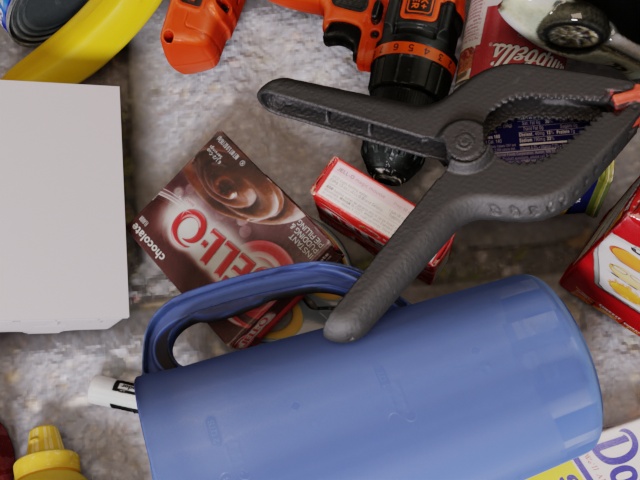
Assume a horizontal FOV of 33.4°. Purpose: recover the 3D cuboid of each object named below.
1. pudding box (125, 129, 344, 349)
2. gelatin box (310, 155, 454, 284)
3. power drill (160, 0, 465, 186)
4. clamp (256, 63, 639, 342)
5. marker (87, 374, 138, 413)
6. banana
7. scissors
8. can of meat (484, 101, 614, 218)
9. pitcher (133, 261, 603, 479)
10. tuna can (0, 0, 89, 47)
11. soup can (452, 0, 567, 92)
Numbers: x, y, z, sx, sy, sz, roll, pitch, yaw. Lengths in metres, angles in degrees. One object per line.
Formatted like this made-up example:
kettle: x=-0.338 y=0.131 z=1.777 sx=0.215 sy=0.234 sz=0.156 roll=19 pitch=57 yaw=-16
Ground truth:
pudding box: x=-0.054 y=0.001 z=0.673 sx=0.090 sy=0.039 sz=0.114 roll=-45 pitch=66 yaw=2
gelatin box: x=0.039 y=-0.010 z=0.664 sx=0.089 sy=0.073 sz=0.030 roll=31 pitch=83 yaw=9
power drill: x=-0.003 y=-0.133 z=0.686 sx=0.188 sy=0.057 sz=0.184 roll=11 pitch=73 yaw=12
clamp: x=0.076 y=-0.035 z=0.580 sx=0.210 sy=0.036 sz=0.164 roll=-10 pitch=66 yaw=4
marker: x=-0.088 y=0.108 z=0.679 sx=0.121 sy=0.020 sz=0.020 roll=12 pitch=80 yaw=7
banana: x=-0.145 y=-0.151 z=0.698 sx=0.198 sy=0.069 sz=0.037 roll=-45 pitch=59 yaw=29
scissors: x=0.018 y=0.072 z=0.680 sx=0.096 sy=0.016 sz=0.202 roll=-36 pitch=78 yaw=-1
can of meat: x=0.128 y=-0.048 z=0.651 sx=0.084 sy=0.102 sz=0.057 roll=-4 pitch=74 yaw=6
pitcher: x=0.022 y=0.094 z=0.598 sx=0.242 sy=0.145 sz=0.149 roll=-18 pitch=115 yaw=-7
tuna can: x=-0.180 y=-0.170 z=0.706 sx=0.086 sy=0.086 sz=0.034 roll=-41 pitch=77 yaw=-4
soup can: x=0.128 y=-0.136 z=0.684 sx=0.068 sy=0.068 sz=0.102 roll=12 pitch=80 yaw=6
